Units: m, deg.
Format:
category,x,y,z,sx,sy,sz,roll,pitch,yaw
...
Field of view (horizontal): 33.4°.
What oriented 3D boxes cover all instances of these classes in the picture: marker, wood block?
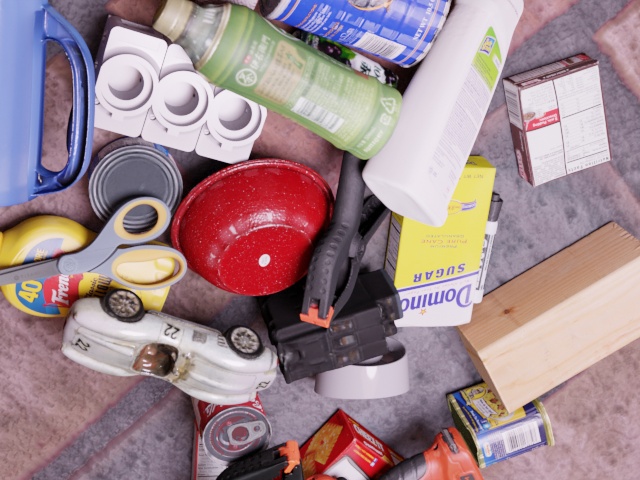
category,x,y,z,sx,sy,sz,roll,pitch,yaw
marker,0.171,0.008,1.118,0.020,0.020,0.121,2,112,-16
wood block,0.256,0.079,1.132,0.206,0.091,0.090,-30,116,0

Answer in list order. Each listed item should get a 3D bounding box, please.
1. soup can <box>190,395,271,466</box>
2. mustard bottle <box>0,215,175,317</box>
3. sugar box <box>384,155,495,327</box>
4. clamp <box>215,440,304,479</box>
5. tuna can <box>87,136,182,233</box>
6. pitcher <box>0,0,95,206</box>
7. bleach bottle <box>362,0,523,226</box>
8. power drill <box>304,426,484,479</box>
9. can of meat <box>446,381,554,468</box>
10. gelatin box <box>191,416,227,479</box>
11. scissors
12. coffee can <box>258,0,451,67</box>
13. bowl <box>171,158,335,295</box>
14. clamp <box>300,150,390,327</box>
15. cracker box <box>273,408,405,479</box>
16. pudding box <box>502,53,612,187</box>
category,x,y,z,sx,sy,sz,roll,pitch,yaw
soup can,-0.092,0.170,1.071,0.068,0.102,0.068,-6,114,-13
mustard bottle,-0.239,0.028,0.995,0.191,0.058,0.096,16,112,-20
sugar box,0.117,0.002,1.086,0.093,0.048,0.176,-1,112,-14
clamp,-0.087,0.272,1.058,0.164,0.036,0.210,16,124,-19
tuna can,-0.173,-0.052,0.991,0.086,0.034,0.086,-6,114,-13
pitcher,-0.274,-0.153,0.869,0.148,0.145,0.243,-6,114,-42
bleach bottle,0.128,-0.145,0.988,0.251,0.068,0.102,-63,150,-9
power drill,0.087,0.292,1.114,0.187,0.057,0.184,-27,115,-1
can of meat,0.193,0.194,1.159,0.084,0.102,0.057,-19,117,-4
gelatin box,-0.099,0.229,1.136,0.073,0.030,0.089,0,113,-13
scissors,-0.217,0.003,0.957,0.201,0.016,0.096,5,93,-20
coffee can,0.030,-0.222,0.933,0.140,0.103,0.103,16,108,-21
bowl,-0.057,0.001,1.004,0.162,0.055,0.162,-10,136,-11
clamp,0.022,-0.006,0.993,0.039,0.171,0.120,8,148,26
cracker box,0.012,0.314,1.180,0.164,0.072,0.214,40,99,-25
pudding box,0.239,-0.120,1.070,0.090,0.039,0.113,-19,118,-7
